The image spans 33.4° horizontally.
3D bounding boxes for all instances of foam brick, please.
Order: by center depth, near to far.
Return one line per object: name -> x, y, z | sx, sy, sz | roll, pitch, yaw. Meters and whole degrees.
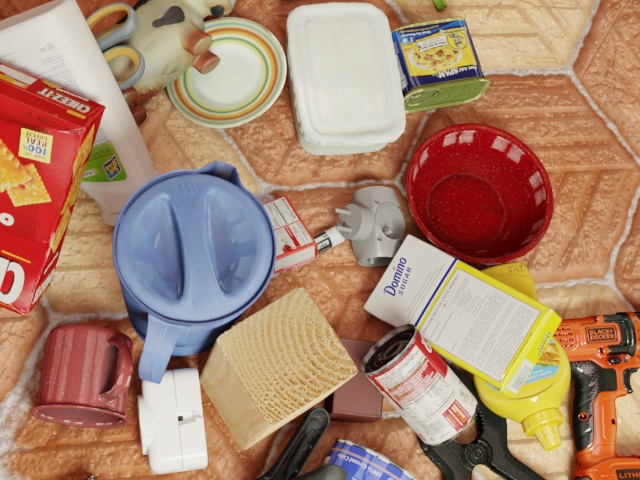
foam brick -> 0.035, 0.142, 1.071 | 0.051, 0.053, 0.078 | 8, 73, -8

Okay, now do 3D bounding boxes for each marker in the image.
marker -> -0.030, 0.019, 1.112 | 0.121, 0.020, 0.020 | -27, 81, -16

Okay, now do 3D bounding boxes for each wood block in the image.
wood block -> -0.046, 0.123, 0.981 | 0.090, 0.206, 0.090 | -31, 82, -17

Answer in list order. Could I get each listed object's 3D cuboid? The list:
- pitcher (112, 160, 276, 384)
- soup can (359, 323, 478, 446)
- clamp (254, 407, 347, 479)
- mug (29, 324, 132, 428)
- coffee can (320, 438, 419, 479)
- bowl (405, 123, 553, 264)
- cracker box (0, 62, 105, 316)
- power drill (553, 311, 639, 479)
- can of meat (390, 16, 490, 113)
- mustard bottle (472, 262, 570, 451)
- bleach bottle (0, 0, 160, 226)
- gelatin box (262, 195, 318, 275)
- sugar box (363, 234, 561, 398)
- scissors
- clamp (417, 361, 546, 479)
pitcher -> -0.125, 0.044, 0.970 | 0.149, 0.243, 0.145 | -26, 80, -16
soup can -> 0.096, 0.140, 1.027 | 0.068, 0.069, 0.102 | -45, 104, -18
clamp -> -0.042, 0.234, 1.011 | 0.172, 0.120, 0.039 | -40, 105, 16
mug -> -0.215, 0.126, 1.002 | 0.093, 0.117, 0.081 | 21, 63, -37
coffee can -> 0.024, 0.273, 1.005 | 0.103, 0.103, 0.140 | 32, 71, 0
bowl -> 0.163, -0.042, 1.142 | 0.162, 0.055, 0.162 | 3, 69, -9
cracker box -> -0.311, -0.055, 0.990 | 0.164, 0.072, 0.214 | 23, 116, -3
power drill -> 0.320, 0.167, 1.113 | 0.184, 0.057, 0.187 | -3, 72, -7
can of meat -> 0.125, -0.195, 1.182 | 0.102, 0.057, 0.084 | -11, 74, -14
mustard bottle -> 0.197, 0.121, 1.075 | 0.096, 0.058, 0.192 | -20, 61, 0
bleach bottle -> -0.229, -0.104, 1.043 | 0.251, 0.103, 0.068 | 66, 27, -24
gelatin box -> -0.057, 0.001, 1.095 | 0.089, 0.030, 0.073 | -22, 54, -16
sugar box -> 0.138, 0.073, 1.060 | 0.176, 0.048, 0.093 | 30, 86, 36
scissors -> -0.255, -0.156, 1.073 | 0.202, 0.016, 0.096 | -39, 72, 11
clamp -> 0.166, 0.219, 1.079 | 0.164, 0.036, 0.210 | -12, 74, -12
